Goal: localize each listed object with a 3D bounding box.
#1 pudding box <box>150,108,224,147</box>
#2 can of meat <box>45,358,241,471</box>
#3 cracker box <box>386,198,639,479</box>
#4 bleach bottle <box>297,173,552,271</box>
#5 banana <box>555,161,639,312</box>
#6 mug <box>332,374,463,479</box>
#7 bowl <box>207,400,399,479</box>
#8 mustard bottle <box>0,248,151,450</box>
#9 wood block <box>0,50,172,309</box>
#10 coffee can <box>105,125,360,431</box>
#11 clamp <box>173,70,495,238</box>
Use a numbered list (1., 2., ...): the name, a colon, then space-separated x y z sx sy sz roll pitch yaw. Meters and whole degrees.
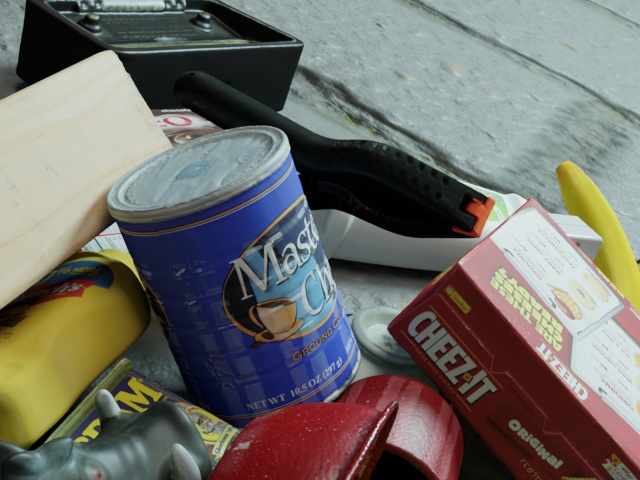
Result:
1. pudding box: -0.121 -0.067 0.789 0.113 0.039 0.090 -4 28 -33
2. can of meat: -0.091 0.120 0.542 0.084 0.057 0.102 28 31 6
3. cracker box: 0.147 0.070 0.688 0.164 0.072 0.213 48 25 6
4. bleach bottle: 0.106 -0.011 0.867 0.250 0.068 0.102 12 35 -21
5. banana: 0.232 0.023 0.867 0.069 0.037 0.198 30 44 -38
6. mug: 0.043 0.132 0.579 0.117 0.093 0.081 34 26 0
7. bowl: -0.025 0.130 0.463 0.055 0.162 0.161 27 31 10
8. mustard bottle: -0.148 0.052 0.588 0.096 0.058 0.191 -12 18 26
9. wood block: -0.174 -0.024 0.588 0.090 0.091 0.205 59 30 -11
10. coffee can: -0.046 0.021 0.595 0.103 0.140 0.103 -16 23 7
11. clamp: 0.009 -0.046 0.694 0.210 0.036 0.164 15 -19 34
